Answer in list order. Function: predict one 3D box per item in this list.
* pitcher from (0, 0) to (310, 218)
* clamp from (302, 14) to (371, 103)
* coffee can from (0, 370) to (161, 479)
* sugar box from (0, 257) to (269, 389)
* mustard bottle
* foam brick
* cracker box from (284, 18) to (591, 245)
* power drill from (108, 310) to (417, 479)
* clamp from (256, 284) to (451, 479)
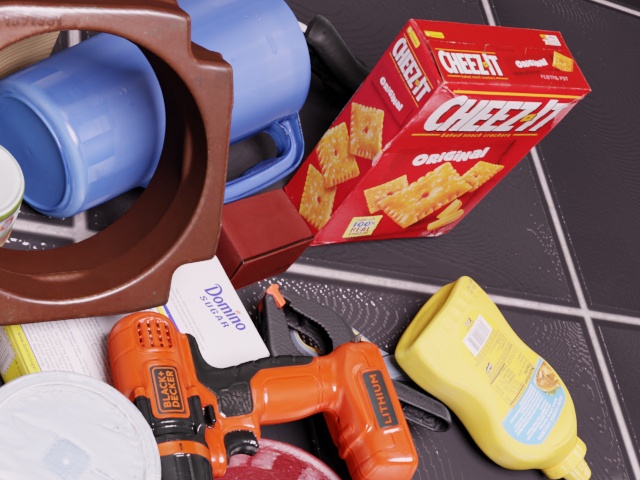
[{"bbox_3d":[-0.124,-0.102,0.825,0.149,0.145,0.242,27,42,30],"label":"pitcher"},{"bbox_3d":[0.013,-0.157,0.977,0.209,0.036,0.165,34,0,-43],"label":"clamp"},{"bbox_3d":[-0.161,0.149,0.591,0.102,0.141,0.103,18,49,-22],"label":"coffee can"},{"bbox_3d":[-0.131,0.072,0.739,0.175,0.048,0.093,-10,62,-42],"label":"sugar box"},{"bbox_3d":[0.151,0.126,0.862,0.191,0.058,0.096,47,50,-7],"label":"mustard bottle"},{"bbox_3d":[-0.055,0.001,0.838,0.078,0.053,0.051,-20,70,-43],"label":"foam brick"},{"bbox_3d":[0.092,-0.082,0.883,0.163,0.214,0.072,-4,60,-36],"label":"cracker box"},{"bbox_3d":[-0.035,0.127,0.671,0.187,0.057,0.184,4,51,-29],"label":"power drill"},{"bbox_3d":[0.006,0.110,0.784,0.171,0.039,0.120,42,45,9],"label":"clamp"}]
